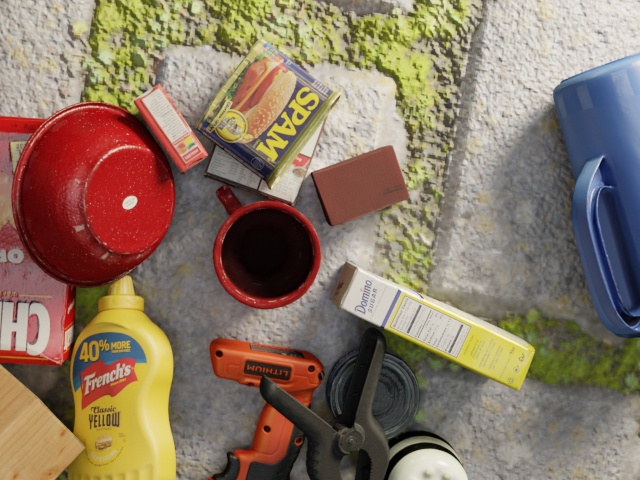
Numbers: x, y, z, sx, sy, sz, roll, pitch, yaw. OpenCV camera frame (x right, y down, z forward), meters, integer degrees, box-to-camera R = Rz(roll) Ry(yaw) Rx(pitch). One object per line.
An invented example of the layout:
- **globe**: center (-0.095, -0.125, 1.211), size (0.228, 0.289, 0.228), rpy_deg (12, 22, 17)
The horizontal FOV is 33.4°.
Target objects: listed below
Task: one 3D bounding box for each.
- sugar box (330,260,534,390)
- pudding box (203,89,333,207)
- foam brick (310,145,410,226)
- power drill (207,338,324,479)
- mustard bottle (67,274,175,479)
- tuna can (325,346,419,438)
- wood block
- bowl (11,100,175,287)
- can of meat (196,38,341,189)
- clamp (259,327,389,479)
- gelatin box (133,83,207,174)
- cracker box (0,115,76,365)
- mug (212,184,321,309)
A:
- **sugar box**: center (0.098, 0.075, 0.961), size (0.176, 0.093, 0.048), rpy_deg (22, 91, -5)
- **pudding box**: center (-0.047, -0.096, 0.968), size (0.090, 0.039, 0.113), rpy_deg (20, 89, -4)
- **foam brick**: center (0.035, -0.050, 0.970), size (0.078, 0.051, 0.053), rpy_deg (-19, 95, -3)
- **power drill**: center (-0.077, 0.187, 0.972), size (0.184, 0.057, 0.188), rpy_deg (8, 95, -9)
- **mustard bottle**: center (-0.176, 0.126, 0.944), size (0.096, 0.058, 0.191), rpy_deg (-9, 75, 26)
- **tuna can**: center (0.048, 0.142, 0.990), size (0.086, 0.034, 0.086), rpy_deg (0, 93, -5)
- **wood block**: center (-0.308, 0.204, 0.869), size (0.091, 0.090, 0.206), rpy_deg (30, 68, 34)
- **bowl**: center (-0.177, -0.037, 0.906), size (0.161, 0.055, 0.162), rpy_deg (-9, 102, -45)
- **can of meat**: center (-0.046, -0.110, 0.919), size (0.084, 0.057, 0.102), rpy_deg (37, 87, -1)
- **clamp**: center (0.026, 0.162, 0.942), size (0.120, 0.039, 0.171), rpy_deg (-28, 116, -11)
- **gelatin box**: center (-0.130, -0.096, 0.935), size (0.030, 0.089, 0.073), rpy_deg (-34, 95, -4)
- **cracker box**: center (-0.297, -0.003, 0.935), size (0.164, 0.072, 0.214), rpy_deg (4, 93, -4)
- **mug**: center (-0.056, 0.001, 0.950), size (0.093, 0.081, 0.117), rpy_deg (-38, 95, -2)
